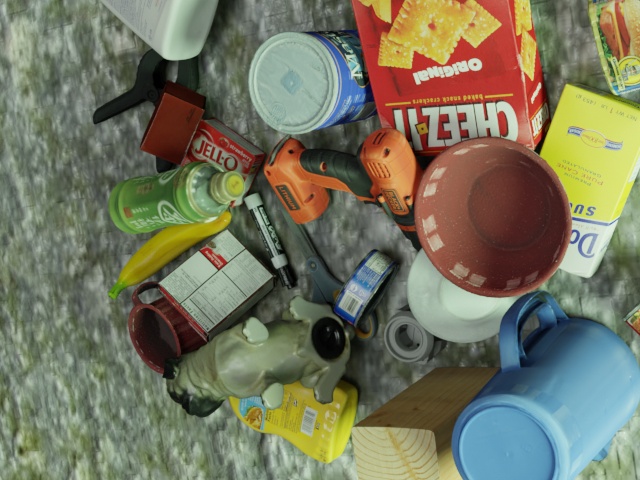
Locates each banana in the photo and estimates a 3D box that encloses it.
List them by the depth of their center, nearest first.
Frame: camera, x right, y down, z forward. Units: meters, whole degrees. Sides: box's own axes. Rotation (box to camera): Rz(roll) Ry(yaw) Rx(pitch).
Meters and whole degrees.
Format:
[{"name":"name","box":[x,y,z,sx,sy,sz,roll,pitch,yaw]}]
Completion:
[{"name":"banana","box":[-0.180,0.007,1.316,0.198,0.069,0.037,-35,121,22]}]

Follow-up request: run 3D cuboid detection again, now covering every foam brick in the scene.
[{"name":"foam brick","box":[-0.173,-0.139,1.258,0.053,0.051,0.078,23,110,-14]}]

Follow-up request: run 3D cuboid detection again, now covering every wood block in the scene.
[{"name":"wood block","box":[0.123,0.202,1.100,0.090,0.205,0.091,-4,98,30]}]

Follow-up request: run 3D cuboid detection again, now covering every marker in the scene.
[{"name":"marker","box":[-0.058,0.002,1.269,0.020,0.020,0.121,-25,88,31]}]

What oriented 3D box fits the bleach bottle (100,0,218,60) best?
[{"name":"bleach bottle","box":[-0.225,-0.315,1.256,0.251,0.067,0.103,42,127,29]}]

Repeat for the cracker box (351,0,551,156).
[{"name":"cracker box","box":[0.126,-0.192,1.058,0.164,0.072,0.213,0,118,30]}]

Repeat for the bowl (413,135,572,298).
[{"name":"bowl","box":[0.176,-0.027,1.056,0.162,0.055,0.162,8,107,28]}]

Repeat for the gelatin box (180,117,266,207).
[{"name":"gelatin box","box":[-0.118,-0.094,1.276,0.089,0.030,0.073,36,116,18]}]

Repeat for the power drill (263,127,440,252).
[{"name":"power drill","box":[0.044,-0.048,1.151,0.188,0.057,0.184,6,140,37]}]

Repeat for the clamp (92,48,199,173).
[{"name":"clamp","box":[-0.193,-0.168,1.299,0.120,0.039,0.172,43,116,-1]}]

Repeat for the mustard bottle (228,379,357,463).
[{"name":"mustard bottle","box":[-0.053,0.188,1.283,0.192,0.058,0.096,20,108,25]}]

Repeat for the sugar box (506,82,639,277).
[{"name":"sugar box","box":[0.259,-0.059,1.059,0.093,0.048,0.176,25,111,23]}]

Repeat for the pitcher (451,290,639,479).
[{"name":"pitcher","box":[0.211,0.154,1.017,0.149,0.242,0.145,31,112,20]}]

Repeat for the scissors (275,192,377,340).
[{"name":"scissors","box":[-0.013,0.046,1.255,0.202,0.016,0.096,49,119,12]}]

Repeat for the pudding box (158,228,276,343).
[{"name":"pudding box","box":[-0.122,0.053,1.267,0.090,0.113,0.039,45,162,14]}]

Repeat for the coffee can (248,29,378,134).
[{"name":"coffee can","box":[0.004,-0.170,1.126,0.103,0.140,0.103,7,104,28]}]

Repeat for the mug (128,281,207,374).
[{"name":"mug","box":[-0.184,0.098,1.317,0.117,0.081,0.093,46,134,16]}]

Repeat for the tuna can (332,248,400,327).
[{"name":"tuna can","box":[0.050,0.052,1.177,0.034,0.086,0.086,34,115,11]}]
